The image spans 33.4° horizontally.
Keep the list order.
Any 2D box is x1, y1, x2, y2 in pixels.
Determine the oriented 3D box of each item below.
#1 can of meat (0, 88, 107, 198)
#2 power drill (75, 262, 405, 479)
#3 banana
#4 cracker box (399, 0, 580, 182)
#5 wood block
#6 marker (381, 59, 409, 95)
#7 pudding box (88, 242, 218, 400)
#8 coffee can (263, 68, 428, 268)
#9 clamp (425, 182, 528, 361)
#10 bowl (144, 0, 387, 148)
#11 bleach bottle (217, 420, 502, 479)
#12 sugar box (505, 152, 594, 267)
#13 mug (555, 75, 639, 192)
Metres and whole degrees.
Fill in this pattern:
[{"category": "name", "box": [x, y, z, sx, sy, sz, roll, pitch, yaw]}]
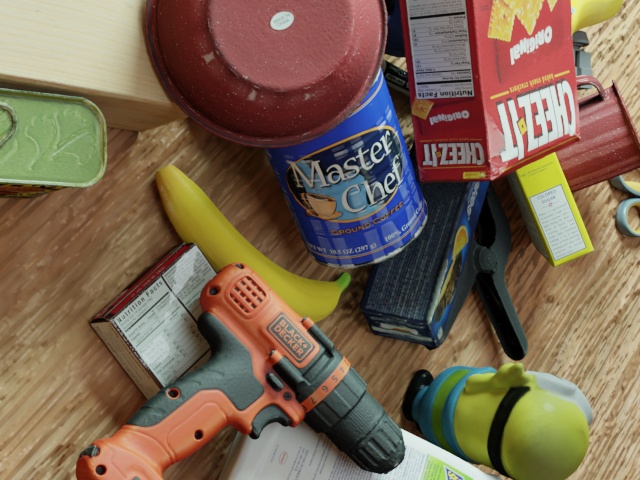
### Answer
[{"category": "can of meat", "box": [-0.199, -0.058, 0.670, 0.101, 0.084, 0.057, 1, 84, -39]}, {"category": "power drill", "box": [-0.053, 0.133, 0.711, 0.184, 0.057, 0.187, 46, 62, -1]}, {"category": "banana", "box": [-0.052, 0.016, 0.813, 0.197, 0.037, 0.069, 34, 35, -34]}, {"category": "cracker box", "box": [0.134, -0.165, 0.821, 0.163, 0.072, 0.214, -23, 110, -49]}, {"category": "wood block", "box": [-0.185, -0.134, 0.689, 0.205, 0.090, 0.091, 5, 82, -39]}, {"category": "marker", "box": [0.085, -0.135, 0.949, 0.120, 0.020, 0.020, 21, 72, -35]}, {"category": "pudding box", "box": [-0.097, 0.072, 0.766, 0.089, 0.039, 0.113, -44, 108, -31]}, {"category": "coffee can", "box": [0.014, -0.064, 0.800, 0.102, 0.103, 0.140, -49, 133, -32]}, {"category": "clamp", "box": [0.132, 0.025, 0.954, 0.120, 0.039, 0.171, 2, 77, -43]}, {"category": "bowl", "box": [-0.029, -0.139, 0.676, 0.162, 0.055, 0.162, -1, 96, -11]}, {"category": "bleach bottle", "box": [0.055, 0.194, 0.789, 0.250, 0.068, 0.102, 26, 64, -6]}, {"category": "sugar box", "box": [0.192, -0.071, 0.978, 0.048, 0.093, 0.176, -21, 103, 4]}, {"category": "mug", "box": [0.255, -0.104, 1.020, 0.117, 0.082, 0.093, 57, 19, -34]}]
